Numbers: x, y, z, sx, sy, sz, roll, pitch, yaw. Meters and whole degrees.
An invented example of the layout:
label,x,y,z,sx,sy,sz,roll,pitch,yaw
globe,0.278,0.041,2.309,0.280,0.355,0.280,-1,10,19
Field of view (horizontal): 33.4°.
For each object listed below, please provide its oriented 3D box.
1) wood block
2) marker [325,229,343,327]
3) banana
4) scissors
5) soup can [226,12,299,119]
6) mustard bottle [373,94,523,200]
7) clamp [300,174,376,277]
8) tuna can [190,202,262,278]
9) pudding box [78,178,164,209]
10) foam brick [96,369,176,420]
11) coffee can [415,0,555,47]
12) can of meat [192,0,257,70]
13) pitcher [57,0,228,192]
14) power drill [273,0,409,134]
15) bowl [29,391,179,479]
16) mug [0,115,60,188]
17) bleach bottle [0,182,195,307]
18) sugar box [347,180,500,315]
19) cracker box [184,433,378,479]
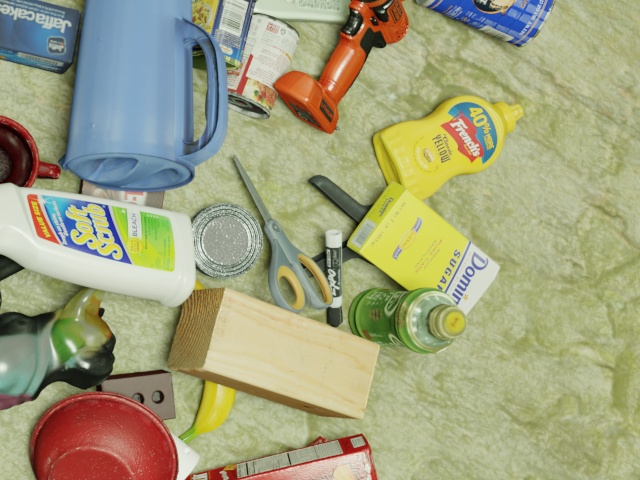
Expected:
label,x,y,z,sx,sy,sz,roll,pitch,yaw
wood block,-0.050,0.126,1.167,0.205,0.091,0.090,23,73,-30
marker,0.016,0.046,1.235,0.020,0.020,0.121,-10,116,-18
banana,-0.128,0.129,1.197,0.069,0.037,0.198,-4,89,-21
scissors,-0.058,0.001,1.189,0.202,0.016,0.096,53,37,-5
soup can,-0.071,-0.198,1.211,0.068,0.069,0.102,23,81,-16
mustard bottle,0.164,-0.122,1.291,0.191,0.058,0.096,-26,97,-18
clamp,0.052,-0.019,1.257,0.171,0.039,0.120,-4,109,-21
tuna can,-0.111,0.001,1.209,0.086,0.034,0.086,1,88,-18
pudding box,-0.219,-0.051,1.173,0.090,0.039,0.113,10,85,-18
foam brick,-0.203,0.171,1.164,0.078,0.051,0.053,-6,90,-18
coffee can,0.199,-0.306,1.285,0.140,0.103,0.103,19,82,-17
can of meat,-0.120,-0.235,1.179,0.057,0.102,0.084,16,85,-38
pitcher,-0.183,-0.179,1.111,0.149,0.145,0.243,6,76,-22
power drill,0.026,-0.226,1.201,0.057,0.184,0.187,32,84,26
bowl,-0.231,0.241,1.114,0.162,0.055,0.162,1,110,2
mug,-0.331,-0.079,1.114,0.117,0.082,0.093,4,87,-18
bleach bottle,-0.252,0.002,1.070,0.250,0.068,0.102,10,59,-32
sugar box,0.123,0.018,1.249,0.176,0.048,0.093,36,91,-27
cracker box,-0.033,0.322,1.177,0.213,0.072,0.164,-13,95,-5
